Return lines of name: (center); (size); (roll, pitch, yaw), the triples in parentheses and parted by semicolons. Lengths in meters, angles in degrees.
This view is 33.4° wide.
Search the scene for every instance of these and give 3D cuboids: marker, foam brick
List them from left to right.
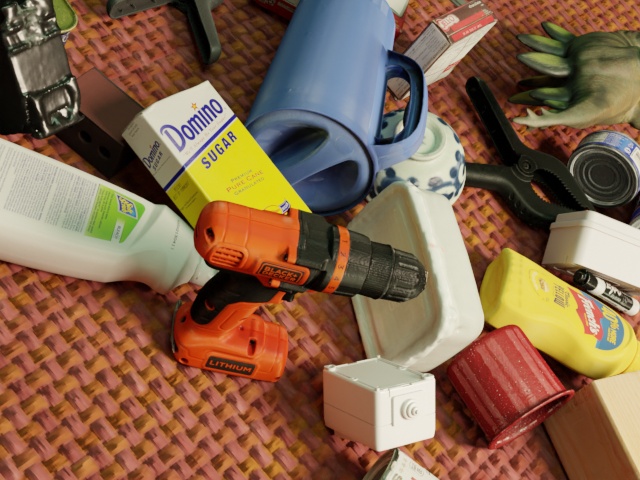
foam brick: (-0.196, -0.105, 0.958); (0.078, 0.053, 0.051); (39, 49, 2)
marker: (0.295, 0.053, 1.104); (0.120, 0.020, 0.020); (25, 45, -44)

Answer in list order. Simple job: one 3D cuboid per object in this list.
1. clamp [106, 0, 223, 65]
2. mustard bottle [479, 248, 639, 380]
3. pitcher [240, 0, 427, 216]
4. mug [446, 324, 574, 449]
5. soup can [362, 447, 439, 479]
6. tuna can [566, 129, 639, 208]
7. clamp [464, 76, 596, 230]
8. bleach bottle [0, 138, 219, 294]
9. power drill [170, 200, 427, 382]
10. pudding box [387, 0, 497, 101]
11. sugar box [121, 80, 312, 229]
clamp: (-0.150, -0.257, 1.098); (0.120, 0.039, 0.171); (23, 44, -19)
mustard bottle: (0.251, 0.087, 1.062); (0.191, 0.058, 0.096); (30, 33, -8)
pitcher: (0.016, -0.150, 1.050); (0.149, 0.145, 0.242); (29, 46, -15)
mug: (0.174, 0.132, 0.979); (0.081, 0.093, 0.117); (57, 20, 22)
soup can: (0.082, 0.225, 0.868); (0.102, 0.069, 0.068); (37, 49, -1)
tuna can: (0.321, -0.079, 1.197); (0.086, 0.086, 0.033); (41, 50, 3)
clamp: (0.216, -0.083, 1.173); (0.210, 0.036, 0.164); (30, 56, -6)
bleach bottle: (-0.204, -0.009, 0.882); (0.250, 0.068, 0.102); (22, 51, -17)
power drill: (-0.030, 0.046, 0.853); (0.184, 0.188, 0.057); (16, 51, -16)
pudding box: (0.128, -0.208, 1.164); (0.089, 0.114, 0.039); (-32, 80, -40)
sugar box: (-0.082, -0.050, 0.929); (0.176, 0.048, 0.093); (53, 43, 1)
